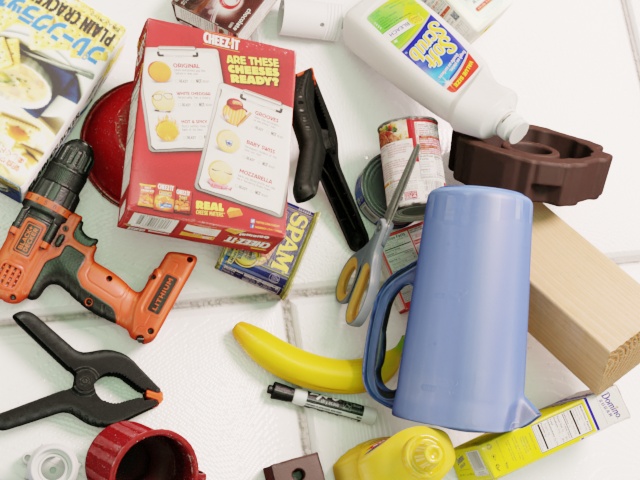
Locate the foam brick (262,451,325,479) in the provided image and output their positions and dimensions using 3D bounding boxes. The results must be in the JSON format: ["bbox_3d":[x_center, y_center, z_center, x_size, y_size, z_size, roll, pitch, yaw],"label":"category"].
[{"bbox_3d":[-0.022,0.262,1.092,0.053,0.051,0.078,-13,79,-16],"label":"foam brick"}]

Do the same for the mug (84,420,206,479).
[{"bbox_3d":[-0.168,0.224,1.043,0.117,0.082,0.093,13,86,-34],"label":"mug"}]

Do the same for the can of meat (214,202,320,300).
[{"bbox_3d":[-0.058,0.001,1.153,0.084,0.057,0.102,23,70,-4],"label":"can of meat"}]

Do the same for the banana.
[{"bbox_3d":[0.001,0.130,1.145,0.197,0.037,0.069,7,56,-13],"label":"banana"}]

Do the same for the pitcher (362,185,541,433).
[{"bbox_3d":[0.140,0.070,1.086,0.149,0.145,0.243,8,85,-19],"label":"pitcher"}]

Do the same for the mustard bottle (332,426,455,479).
[{"bbox_3d":[0.080,0.218,1.055,0.096,0.192,0.058,-12,79,-17],"label":"mustard bottle"}]

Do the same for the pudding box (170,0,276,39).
[{"bbox_3d":[-0.101,-0.282,1.216,0.090,0.039,0.113,28,70,14],"label":"pudding box"}]

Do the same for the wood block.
[{"bbox_3d":[0.260,0.054,1.154,0.090,0.090,0.206,-33,57,-20],"label":"wood block"}]

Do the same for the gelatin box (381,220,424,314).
[{"bbox_3d":[0.107,0.028,1.200,0.073,0.030,0.089,-20,81,-17],"label":"gelatin box"}]

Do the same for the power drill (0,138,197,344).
[{"bbox_3d":[-0.226,0.009,1.101,0.187,0.057,0.184,27,81,-3],"label":"power drill"}]

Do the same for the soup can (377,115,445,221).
[{"bbox_3d":[0.101,-0.078,1.169,0.068,0.069,0.102,-2,76,-15],"label":"soup can"}]

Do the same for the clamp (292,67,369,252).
[{"bbox_3d":[0.002,-0.094,1.178,0.036,0.164,0.210,-20,56,16],"label":"clamp"}]

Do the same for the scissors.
[{"bbox_3d":[0.058,-0.006,1.145,0.016,0.096,0.202,18,87,-21],"label":"scissors"}]

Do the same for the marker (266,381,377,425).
[{"bbox_3d":[0.001,0.174,1.140,0.121,0.020,0.020,16,72,-9],"label":"marker"}]

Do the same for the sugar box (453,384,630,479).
[{"bbox_3d":[0.234,0.208,1.149,0.176,0.093,0.048,-22,83,-19],"label":"sugar box"}]

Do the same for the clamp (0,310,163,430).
[{"bbox_3d":[-0.244,0.135,1.080,0.171,0.039,0.120,6,78,-19],"label":"clamp"}]

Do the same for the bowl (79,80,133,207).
[{"bbox_3d":[-0.178,-0.110,1.154,0.162,0.055,0.162,4,74,-13],"label":"bowl"}]

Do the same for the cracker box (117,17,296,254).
[{"bbox_3d":[-0.115,-0.105,1.099,0.164,0.072,0.213,10,69,-19],"label":"cracker box"}]

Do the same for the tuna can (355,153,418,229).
[{"bbox_3d":[0.083,-0.057,1.214,0.086,0.034,0.086,4,74,-13],"label":"tuna can"}]

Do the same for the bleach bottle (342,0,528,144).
[{"bbox_3d":[0.138,-0.192,1.190,0.102,0.068,0.251,-34,57,-20],"label":"bleach bottle"}]
